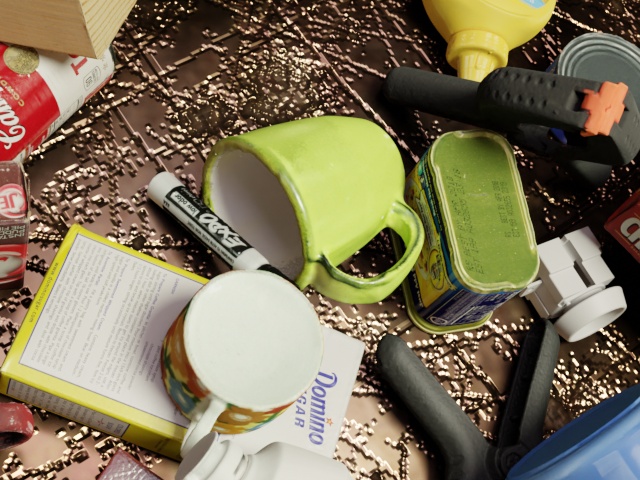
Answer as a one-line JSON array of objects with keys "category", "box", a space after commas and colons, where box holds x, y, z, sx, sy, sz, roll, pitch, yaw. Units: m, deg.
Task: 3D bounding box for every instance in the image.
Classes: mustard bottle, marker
[{"category": "mustard bottle", "box": [0.117, -0.189, 0.733, 0.096, 0.058, 0.191, 18, 70, -18]}, {"category": "marker", "box": [-0.054, 0.001, 0.597, 0.020, 0.020, 0.121, -33, 56, -27]}]

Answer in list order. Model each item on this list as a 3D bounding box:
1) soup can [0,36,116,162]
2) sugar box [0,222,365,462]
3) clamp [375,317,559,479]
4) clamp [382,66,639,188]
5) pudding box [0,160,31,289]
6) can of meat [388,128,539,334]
[{"category": "soup can", "box": [-0.171, -0.086, 0.596, 0.068, 0.069, 0.102, 39, 60, 1]}, {"category": "sugar box", "box": [-0.072, 0.068, 0.574, 0.176, 0.048, 0.093, 25, 62, -10]}, {"category": "clamp", "box": [0.091, 0.123, 0.604, 0.120, 0.039, 0.171, 3, 66, -15]}, {"category": "clamp", "box": [0.118, -0.073, 0.624, 0.164, 0.210, 0.036, 22, 90, -1]}, {"category": "pudding box", "box": [-0.205, -0.001, 0.535, 0.113, 0.090, 0.039, -4, 67, -19]}, {"category": "can of meat", "box": [0.082, -0.005, 0.628, 0.057, 0.084, 0.102, -7, 73, -15]}]
